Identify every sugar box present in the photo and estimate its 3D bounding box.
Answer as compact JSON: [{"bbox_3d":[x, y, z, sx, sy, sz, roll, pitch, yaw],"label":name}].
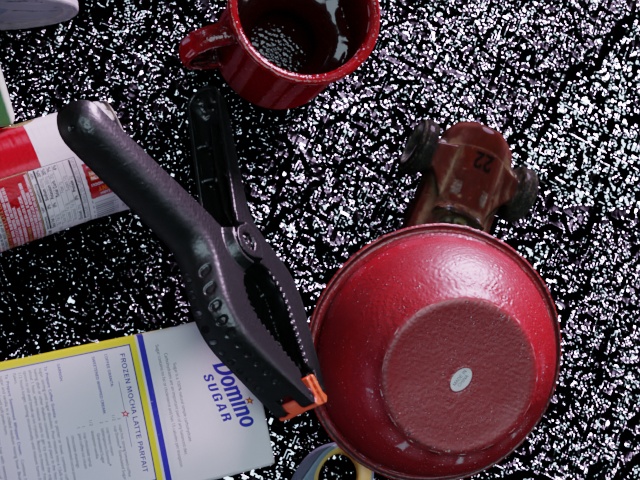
[{"bbox_3d":[-0.122,0.104,0.614,0.176,0.048,0.093,-9,82,-20],"label":"sugar box"}]

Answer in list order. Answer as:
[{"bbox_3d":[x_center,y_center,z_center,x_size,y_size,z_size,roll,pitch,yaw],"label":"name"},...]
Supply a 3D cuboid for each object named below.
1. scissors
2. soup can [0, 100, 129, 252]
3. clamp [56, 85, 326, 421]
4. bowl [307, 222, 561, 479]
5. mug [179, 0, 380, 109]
[{"bbox_3d":[-0.032,0.150,0.609,0.201,0.016,0.096,25,61,-35],"label":"scissors"},{"bbox_3d":[-0.162,-0.035,0.612,0.102,0.069,0.068,-20,87,-19],"label":"soup can"},{"bbox_3d":[-0.054,0.001,0.612,0.036,0.164,0.210,-27,97,24],"label":"clamp"},{"bbox_3d":[0.074,0.073,0.623,0.162,0.055,0.162,-1,97,-9],"label":"bowl"},{"bbox_3d":[-0.031,-0.126,0.657,0.117,0.082,0.093,-19,87,-18],"label":"mug"}]
